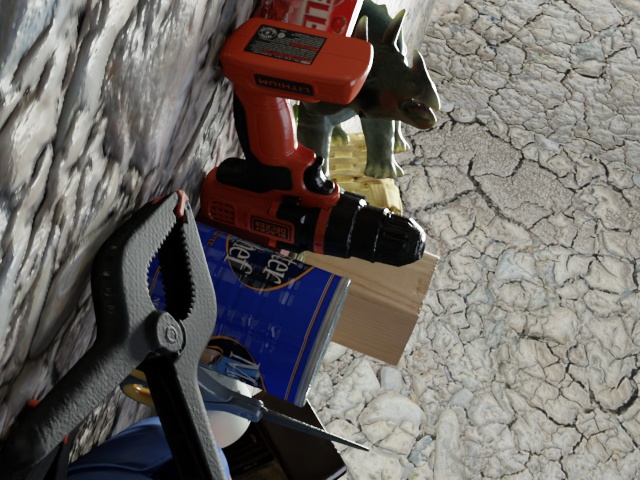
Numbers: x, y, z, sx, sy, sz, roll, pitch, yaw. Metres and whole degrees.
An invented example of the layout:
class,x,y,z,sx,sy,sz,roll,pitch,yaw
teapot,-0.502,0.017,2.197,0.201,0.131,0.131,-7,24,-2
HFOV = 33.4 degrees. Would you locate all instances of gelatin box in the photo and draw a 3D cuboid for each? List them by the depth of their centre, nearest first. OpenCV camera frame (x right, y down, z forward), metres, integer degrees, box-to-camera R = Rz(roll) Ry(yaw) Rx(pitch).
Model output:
class,x,y,z,sx,sy,sz,roll,pitch,yaw
gelatin box,-0.012,-0.170,0.806,0.030,0.073,0.089,-40,151,-82

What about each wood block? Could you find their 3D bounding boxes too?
class,x,y,z,sx,sy,sz,roll,pitch,yaw
wood block,0.004,0.036,1.089,0.091,0.206,0.090,105,7,-51

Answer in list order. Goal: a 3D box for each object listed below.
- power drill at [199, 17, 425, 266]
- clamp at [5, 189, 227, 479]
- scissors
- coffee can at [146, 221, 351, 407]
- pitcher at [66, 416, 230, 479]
class,x,y,z,sx,sy,sz,roll,pitch,yaw
power drill,-0.005,-0.064,0.792,0.188,0.184,0.057,93,15,-44
clamp,-0.095,0.069,0.631,0.164,0.036,0.210,43,41,-39
scissors,-0.069,0.130,0.813,0.096,0.201,0.016,-36,-149,53
coffee can,-0.060,0.052,0.799,0.103,0.140,0.103,22,89,-86
pitcher,-0.136,0.206,0.754,0.243,0.149,0.145,-24,105,-88
